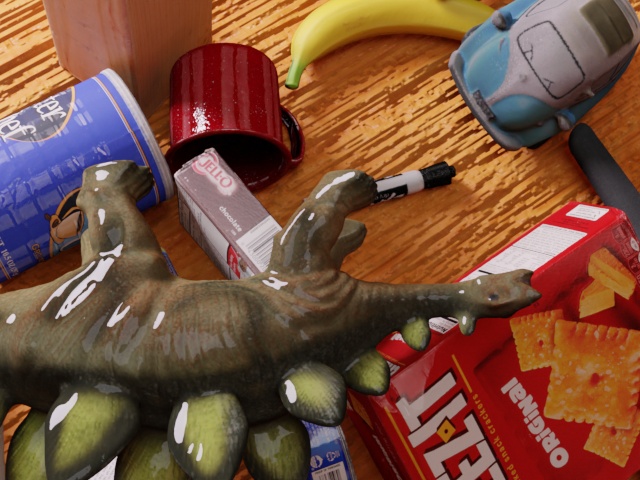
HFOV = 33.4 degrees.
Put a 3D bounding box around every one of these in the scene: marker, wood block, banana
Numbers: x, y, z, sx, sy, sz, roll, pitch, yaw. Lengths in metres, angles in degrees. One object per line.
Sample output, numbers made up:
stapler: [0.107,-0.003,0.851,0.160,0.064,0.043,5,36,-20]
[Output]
marker: [0.046,-0.038,0.810,0.121,0.020,0.020,-15,71,-11]
wood block: [-0.137,-0.184,0.750,0.090,0.206,0.090,36,70,9]
banana: [0.058,-0.171,0.856,0.197,0.037,0.069,-13,90,-9]

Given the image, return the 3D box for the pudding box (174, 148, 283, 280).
pudding box: [-0.055,0.001,0.749,0.039,0.090,0.113,-36,76,-15]

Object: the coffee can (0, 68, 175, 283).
coffee can: [-0.188,-0.045,0.747,0.140,0.103,0.103,-28,74,-15]

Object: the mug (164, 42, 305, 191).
mug: [-0.060,-0.088,0.791,0.117,0.093,0.081,14,59,-33]

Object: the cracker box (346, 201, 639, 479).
cracker box: [0.136,0.099,0.698,0.213,0.072,0.164,-33,107,-16]

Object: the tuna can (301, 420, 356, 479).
tuna can: [-0.006,0.134,0.704,0.033,0.086,0.086,-18,72,-10]
